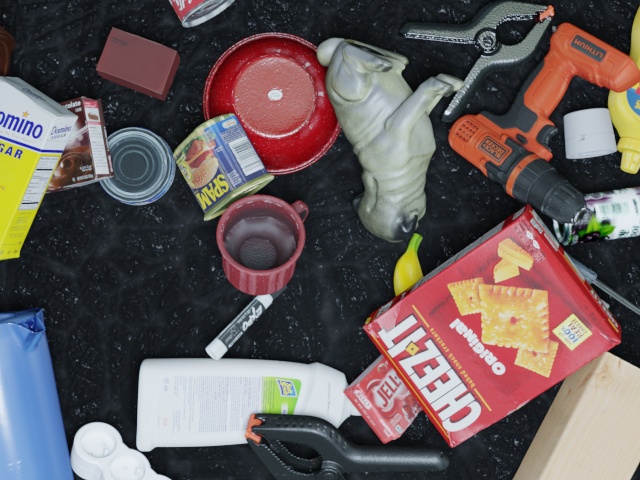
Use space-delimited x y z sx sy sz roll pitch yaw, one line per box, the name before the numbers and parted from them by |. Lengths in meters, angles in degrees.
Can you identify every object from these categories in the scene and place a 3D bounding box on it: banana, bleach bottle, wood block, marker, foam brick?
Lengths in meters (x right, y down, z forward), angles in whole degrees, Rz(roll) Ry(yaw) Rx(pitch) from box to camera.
banana | 0.138 0.090 1.190 0.069 0.037 0.198 -35 91 0
bleach bottle | -0.072 0.182 1.172 0.250 0.068 0.102 3 93 -5
wood block | 0.290 0.228 1.168 0.091 0.090 0.206 28 88 -2
marker | -0.079 0.083 1.173 0.020 0.020 0.121 44 67 -1
foam brick | -0.200 -0.194 1.175 0.078 0.051 0.053 21 88 -2

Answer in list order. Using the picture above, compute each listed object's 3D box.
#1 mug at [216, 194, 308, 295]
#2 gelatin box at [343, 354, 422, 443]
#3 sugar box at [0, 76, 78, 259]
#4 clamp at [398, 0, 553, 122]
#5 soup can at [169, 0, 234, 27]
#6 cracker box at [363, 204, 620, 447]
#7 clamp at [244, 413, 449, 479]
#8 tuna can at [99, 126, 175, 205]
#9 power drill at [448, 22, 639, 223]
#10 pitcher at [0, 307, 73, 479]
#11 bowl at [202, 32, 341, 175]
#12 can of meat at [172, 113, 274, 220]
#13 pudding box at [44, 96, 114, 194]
mug | -0.058 0.001 1.156 0.093 0.081 0.117 40 69 12
gelatin box | 0.077 0.167 1.167 0.073 0.030 0.089 53 45 0
sugar box | -0.335 -0.077 1.137 0.093 0.048 0.176 32 108 19
clamp | 0.184 -0.208 1.195 0.171 0.039 0.120 -17 97 5
soup can | -0.146 -0.296 1.170 0.068 0.068 0.102 -30 90 -2
cracker box | 0.178 0.091 1.117 0.214 0.072 0.164 -37 89 18
clamp | 0.021 0.236 1.137 0.210 0.036 0.165 34 119 -12
tuna can | -0.205 -0.082 1.183 0.086 0.034 0.086 0 89 -2
power drill | 0.254 -0.128 1.144 0.187 0.057 0.185 -49 58 1
pitcher | -0.344 0.200 1.138 0.144 0.149 0.243 -13 93 -17
bowl | -0.051 -0.155 1.178 0.162 0.055 0.162 0 89 -2
can of meat | -0.108 -0.080 1.153 0.057 0.102 0.084 -27 87 -35
pudding box | -0.284 -0.100 1.158 0.114 0.039 0.090 -10 90 24
